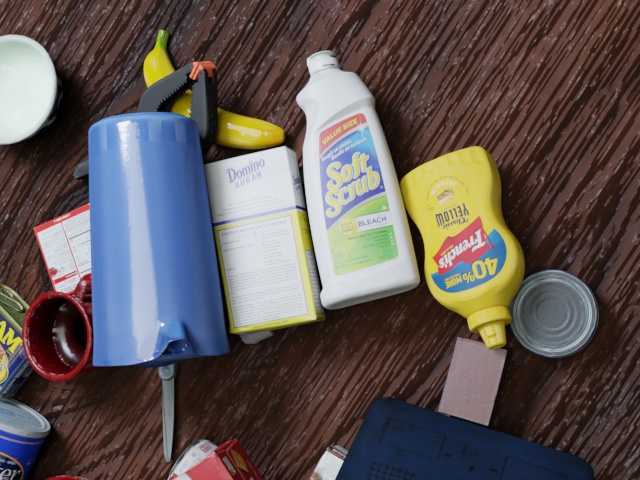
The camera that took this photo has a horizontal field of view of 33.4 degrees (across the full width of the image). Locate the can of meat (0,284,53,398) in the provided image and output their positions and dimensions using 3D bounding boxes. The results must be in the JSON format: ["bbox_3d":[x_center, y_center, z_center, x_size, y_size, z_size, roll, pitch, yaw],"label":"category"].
[{"bbox_3d":[-0.354,0.111,1.179,0.102,0.057,0.084,42,99,16],"label":"can of meat"}]

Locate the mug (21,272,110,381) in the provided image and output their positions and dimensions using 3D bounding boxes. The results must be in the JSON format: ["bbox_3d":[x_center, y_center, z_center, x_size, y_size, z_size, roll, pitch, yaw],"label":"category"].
[{"bbox_3d":[-0.250,0.087,1.129,0.093,0.081,0.117,22,100,26],"label":"mug"}]

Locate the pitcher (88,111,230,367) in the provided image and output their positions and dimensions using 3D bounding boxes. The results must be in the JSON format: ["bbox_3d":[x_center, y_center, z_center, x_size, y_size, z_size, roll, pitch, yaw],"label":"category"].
[{"bbox_3d":[-0.169,0.003,1.058,0.149,0.144,0.243,-6,87,26],"label":"pitcher"}]

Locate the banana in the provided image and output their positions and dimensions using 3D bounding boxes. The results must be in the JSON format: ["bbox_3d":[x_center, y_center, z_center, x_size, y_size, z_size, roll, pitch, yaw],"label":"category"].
[{"bbox_3d":[-0.128,-0.148,1.149,0.198,0.037,0.070,41,98,15],"label":"banana"}]

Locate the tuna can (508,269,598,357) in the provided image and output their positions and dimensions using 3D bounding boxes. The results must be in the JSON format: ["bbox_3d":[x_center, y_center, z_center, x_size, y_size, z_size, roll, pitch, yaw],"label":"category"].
[{"bbox_3d":[0.225,0.071,1.032,0.086,0.033,0.086,-2,84,15],"label":"tuna can"}]

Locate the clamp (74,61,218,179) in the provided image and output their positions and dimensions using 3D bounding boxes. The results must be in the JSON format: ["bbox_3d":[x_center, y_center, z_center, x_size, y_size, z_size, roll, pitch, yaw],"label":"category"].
[{"bbox_3d":[-0.175,-0.103,1.135,0.165,0.036,0.210,31,113,17],"label":"clamp"}]

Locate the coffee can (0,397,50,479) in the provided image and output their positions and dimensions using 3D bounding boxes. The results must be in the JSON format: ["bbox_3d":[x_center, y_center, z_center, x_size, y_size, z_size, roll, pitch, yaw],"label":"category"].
[{"bbox_3d":[-0.366,0.244,1.144,0.103,0.102,0.140,26,91,16],"label":"coffee can"}]

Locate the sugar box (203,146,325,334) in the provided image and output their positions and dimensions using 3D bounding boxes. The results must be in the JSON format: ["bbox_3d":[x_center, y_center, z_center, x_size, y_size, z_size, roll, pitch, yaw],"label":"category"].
[{"bbox_3d":[-0.057,0.001,1.074,0.093,0.048,0.176,-11,81,13],"label":"sugar box"}]

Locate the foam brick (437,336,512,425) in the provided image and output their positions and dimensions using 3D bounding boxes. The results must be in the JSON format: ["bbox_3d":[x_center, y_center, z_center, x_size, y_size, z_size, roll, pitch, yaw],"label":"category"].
[{"bbox_3d":[0.151,0.135,1.037,0.051,0.053,0.078,15,88,16],"label":"foam brick"}]

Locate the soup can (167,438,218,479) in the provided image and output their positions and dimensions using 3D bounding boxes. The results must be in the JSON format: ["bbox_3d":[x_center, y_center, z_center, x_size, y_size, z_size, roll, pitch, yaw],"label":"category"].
[{"bbox_3d":[-0.099,0.257,1.087,0.102,0.068,0.068,32,94,16],"label":"soup can"}]

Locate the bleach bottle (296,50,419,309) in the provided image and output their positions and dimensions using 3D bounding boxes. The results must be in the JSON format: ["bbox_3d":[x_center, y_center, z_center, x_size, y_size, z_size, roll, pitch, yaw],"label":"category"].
[{"bbox_3d":[0.022,-0.065,1.060,0.102,0.068,0.251,-15,80,2],"label":"bleach bottle"}]

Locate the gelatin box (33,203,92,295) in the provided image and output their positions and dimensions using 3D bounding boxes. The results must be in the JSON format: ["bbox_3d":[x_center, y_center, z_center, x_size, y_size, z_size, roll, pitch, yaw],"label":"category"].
[{"bbox_3d":[-0.266,0.014,1.177,0.073,0.030,0.089,-23,79,11],"label":"gelatin box"}]

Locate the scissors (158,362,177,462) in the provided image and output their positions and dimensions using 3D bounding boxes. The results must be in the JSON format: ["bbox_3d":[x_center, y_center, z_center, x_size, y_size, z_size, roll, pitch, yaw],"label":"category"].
[{"bbox_3d":[-0.180,0.128,1.149,0.096,0.016,0.202,13,88,18],"label":"scissors"}]

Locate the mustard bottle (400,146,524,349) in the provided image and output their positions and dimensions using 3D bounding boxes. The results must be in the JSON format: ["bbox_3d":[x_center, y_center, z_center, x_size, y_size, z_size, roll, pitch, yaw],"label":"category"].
[{"bbox_3d":[0.144,0.012,1.030,0.096,0.058,0.191,-22,69,22],"label":"mustard bottle"}]
